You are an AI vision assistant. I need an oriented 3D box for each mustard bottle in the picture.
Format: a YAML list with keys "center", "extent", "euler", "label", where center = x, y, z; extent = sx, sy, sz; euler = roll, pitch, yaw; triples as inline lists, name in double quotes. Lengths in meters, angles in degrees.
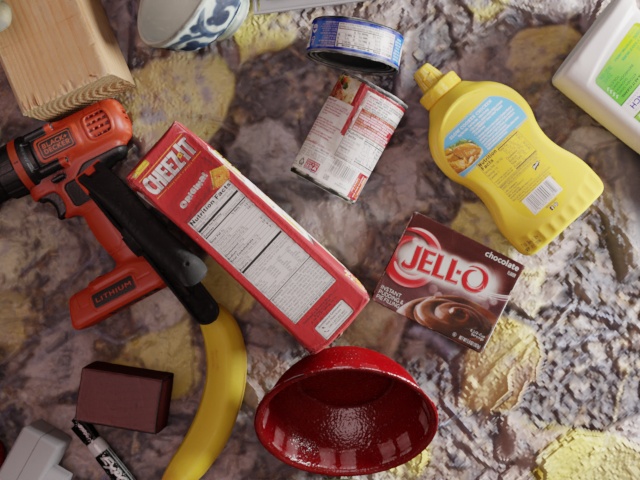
- center: [0.155, -0.084, 0.957]
  extent: [0.096, 0.058, 0.191]
  euler: [-43, 87, 7]
  label: "mustard bottle"

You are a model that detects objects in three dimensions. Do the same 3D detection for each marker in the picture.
- center: [-0.194, 0.214, 1.005]
  extent: [0.020, 0.020, 0.121]
  euler: [-39, 88, 3]
  label: "marker"

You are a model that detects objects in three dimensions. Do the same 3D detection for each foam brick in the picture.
- center: [-0.181, 0.145, 0.987]
  extent: [0.078, 0.053, 0.051]
  euler: [9, 91, 5]
  label: "foam brick"

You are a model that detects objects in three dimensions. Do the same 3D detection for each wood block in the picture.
- center: [-0.257, -0.222, 0.973]
  extent: [0.091, 0.090, 0.206]
  euler: [-23, 89, 5]
  label: "wood block"

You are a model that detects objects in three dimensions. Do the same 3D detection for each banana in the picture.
- center: [-0.105, 0.142, 0.989]
  extent: [0.069, 0.037, 0.198]
  euler: [6, 92, 4]
  label: "banana"

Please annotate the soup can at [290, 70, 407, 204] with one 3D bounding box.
- center: [0.025, -0.092, 0.963]
  extent: [0.068, 0.068, 0.102]
  euler: [29, 93, 4]
  label: "soup can"

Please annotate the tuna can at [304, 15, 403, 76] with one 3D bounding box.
- center: [0.031, -0.173, 0.953]
  extent: [0.086, 0.086, 0.034]
  euler: [11, 89, 4]
  label: "tuna can"

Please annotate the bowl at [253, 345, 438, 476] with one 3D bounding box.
- center: [0.022, 0.143, 0.947]
  extent: [0.162, 0.055, 0.162]
  euler: [1, 135, 0]
  label: "bowl"

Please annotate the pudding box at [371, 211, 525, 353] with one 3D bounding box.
- center: [0.115, 0.038, 0.971]
  extent: [0.113, 0.039, 0.090]
  euler: [26, 92, 4]
  label: "pudding box"

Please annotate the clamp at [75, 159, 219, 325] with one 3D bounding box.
- center: [-0.145, 0.002, 0.918]
  extent: [0.039, 0.120, 0.172]
  euler: [-35, 63, -18]
  label: "clamp"

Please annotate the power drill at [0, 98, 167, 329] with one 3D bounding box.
- center: [-0.232, -0.016, 0.988]
  extent: [0.184, 0.057, 0.187]
  euler: [-27, 88, 4]
  label: "power drill"

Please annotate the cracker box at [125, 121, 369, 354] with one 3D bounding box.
- center: [-0.056, 0.001, 0.922]
  extent: [0.214, 0.164, 0.072]
  euler: [42, 91, 3]
  label: "cracker box"
